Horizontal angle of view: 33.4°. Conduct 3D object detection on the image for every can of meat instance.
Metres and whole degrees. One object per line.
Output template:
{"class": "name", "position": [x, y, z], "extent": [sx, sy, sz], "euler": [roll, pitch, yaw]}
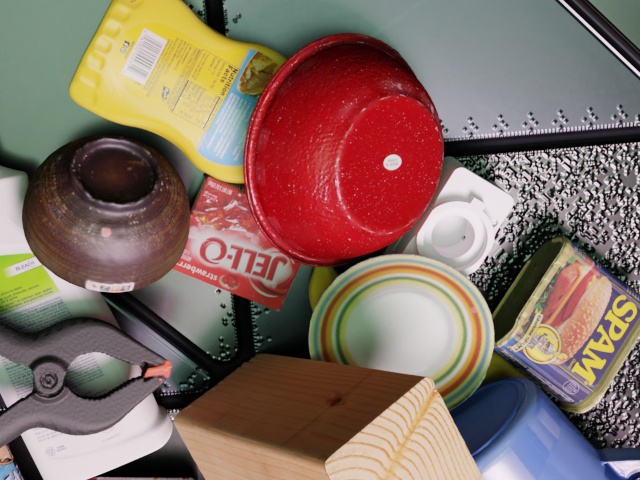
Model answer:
{"class": "can of meat", "position": [0.178, 0.059, 0.777], "extent": [0.084, 0.057, 0.102], "euler": [37, 79, -8]}

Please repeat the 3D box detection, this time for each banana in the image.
{"class": "banana", "position": [0.065, 0.073, 0.792], "extent": [0.197, 0.037, 0.070], "euler": [30, 101, -10]}

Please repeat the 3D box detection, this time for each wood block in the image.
{"class": "wood block", "position": [-0.003, 0.141, 0.710], "extent": [0.090, 0.206, 0.090], "euler": [-35, 107, -27]}

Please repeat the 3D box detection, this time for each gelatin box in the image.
{"class": "gelatin box", "position": [-0.055, 0.001, 0.770], "extent": [0.089, 0.030, 0.073], "euler": [23, 102, -9]}

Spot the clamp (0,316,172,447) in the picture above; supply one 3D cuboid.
{"class": "clamp", "position": [-0.187, 0.102, 0.710], "extent": [0.171, 0.039, 0.120], "euler": [5, 92, -12]}

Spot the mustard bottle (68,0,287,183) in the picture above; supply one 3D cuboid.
{"class": "mustard bottle", "position": [-0.066, -0.094, 0.730], "extent": [0.191, 0.058, 0.096], "euler": [28, 90, -10]}

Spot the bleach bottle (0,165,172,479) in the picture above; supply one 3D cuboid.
{"class": "bleach bottle", "position": [-0.198, 0.044, 0.756], "extent": [0.102, 0.068, 0.251], "euler": [-22, 102, -4]}

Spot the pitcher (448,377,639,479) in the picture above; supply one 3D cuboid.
{"class": "pitcher", "position": [0.187, 0.210, 0.754], "extent": [0.243, 0.145, 0.149], "euler": [50, 61, -10]}

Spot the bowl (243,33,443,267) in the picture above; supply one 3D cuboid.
{"class": "bowl", "position": [0.030, -0.054, 0.709], "extent": [0.161, 0.055, 0.162], "euler": [-12, 110, -35]}
